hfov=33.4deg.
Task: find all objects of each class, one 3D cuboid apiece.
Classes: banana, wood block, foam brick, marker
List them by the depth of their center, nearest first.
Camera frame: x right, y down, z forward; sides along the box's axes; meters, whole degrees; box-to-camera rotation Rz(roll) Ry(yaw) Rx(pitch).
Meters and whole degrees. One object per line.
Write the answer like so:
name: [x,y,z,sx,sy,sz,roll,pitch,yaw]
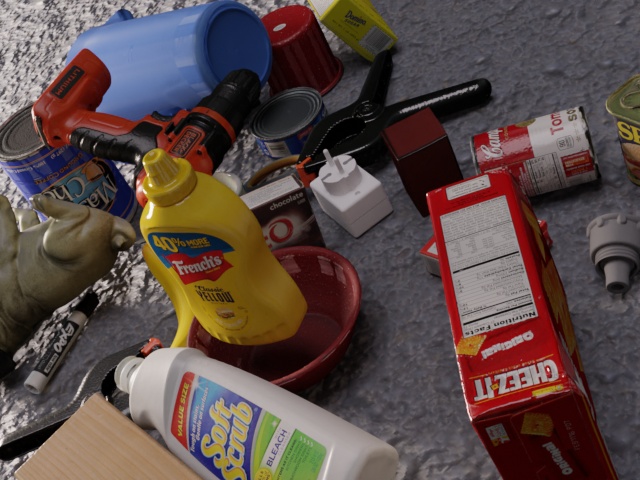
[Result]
wood block: [-0.122,0.213,0.793,0.206,0.090,0.090,28,64,39]
foam brick: [0.098,-0.072,0.993,0.051,0.078,0.053,-26,41,2]
banana: [-0.130,0.061,0.998,0.198,0.069,0.037,-106,38,-56]
marker: [-0.255,0.099,1.062,0.020,0.020,0.121,2,48,32]

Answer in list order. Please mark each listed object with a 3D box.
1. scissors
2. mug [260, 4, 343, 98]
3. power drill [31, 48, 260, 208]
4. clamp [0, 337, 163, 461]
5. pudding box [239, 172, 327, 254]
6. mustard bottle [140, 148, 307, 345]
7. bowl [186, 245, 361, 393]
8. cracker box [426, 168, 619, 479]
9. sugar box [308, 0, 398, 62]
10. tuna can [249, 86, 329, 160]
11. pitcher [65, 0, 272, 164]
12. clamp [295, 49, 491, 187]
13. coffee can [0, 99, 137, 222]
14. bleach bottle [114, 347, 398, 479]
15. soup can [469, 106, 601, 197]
scissors: [-0.094,-0.024,1.102,0.201,0.016,0.096,-31,39,-3]
mug: [-0.038,-0.218,1.225,0.093,0.081,0.117,-42,41,-16]
power drill: [-0.172,-0.124,1.052,0.188,0.057,0.184,23,59,19]
clamp: [-0.206,0.154,0.953,0.120,0.039,0.171,19,55,21]
pudding box: [-0.056,0.001,0.987,0.113,0.090,0.039,-26,35,-8]
mustard bottle: [-0.087,0.003,0.841,0.096,0.191,0.058,2,47,32]
bowl: [-0.032,0.080,0.922,0.162,0.055,0.162,-16,41,15]
cracker box: [0.143,0.078,0.737,0.072,0.164,0.213,-20,40,13]
sugar box: [0.022,-0.282,1.246,0.048,0.093,0.176,-45,37,19]
tuna can: [-0.032,-0.127,1.162,0.086,0.033,0.086,-16,41,15]
pitcher: [-0.170,-0.185,1.201,0.243,0.149,0.144,-2,38,46]
clamp: [0.063,-0.123,1.096,0.165,0.036,0.209,19,54,43]
coffee can: [-0.277,-0.072,1.162,0.103,0.140,0.103,-16,41,15]
bleach bottle: [-0.066,0.152,0.814,0.251,0.068,0.102,20,89,35]
soup can: [0.191,-0.074,0.947,0.102,0.068,0.068,-15,41,15]
